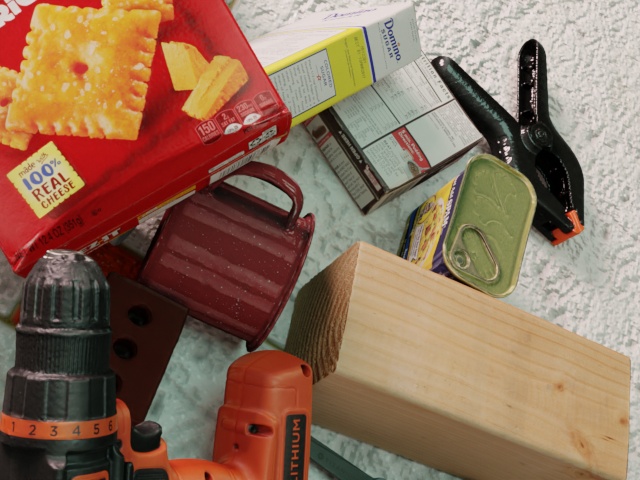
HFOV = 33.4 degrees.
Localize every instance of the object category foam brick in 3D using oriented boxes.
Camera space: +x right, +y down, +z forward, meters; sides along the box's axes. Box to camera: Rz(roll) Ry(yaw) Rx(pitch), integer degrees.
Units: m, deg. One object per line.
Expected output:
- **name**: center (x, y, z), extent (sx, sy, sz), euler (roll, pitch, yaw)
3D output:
- **foam brick**: center (-0.118, 0.068, 0.605), extent (0.053, 0.051, 0.078), euler (28, 57, -14)

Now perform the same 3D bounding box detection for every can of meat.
- **can of meat**: center (0.094, 0.005, 0.729), extent (0.057, 0.084, 0.102), euler (29, 57, -14)

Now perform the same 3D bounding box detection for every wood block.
- **wood block**: center (0.087, 0.090, 0.681), extent (0.206, 0.091, 0.090), euler (23, 58, -17)

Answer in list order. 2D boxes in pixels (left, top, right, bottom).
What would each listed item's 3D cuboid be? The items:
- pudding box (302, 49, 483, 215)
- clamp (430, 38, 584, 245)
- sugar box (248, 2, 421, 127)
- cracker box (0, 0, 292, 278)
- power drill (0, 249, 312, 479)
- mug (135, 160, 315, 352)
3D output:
- **pudding box**: center (0.053, -0.083, 0.777), extent (0.113, 0.039, 0.090), euler (-30, 83, -37)
- **clamp**: center (0.165, -0.083, 0.838), extent (0.120, 0.039, 0.171), euler (-28, 88, -30)
- **sugar box**: center (-0.017, -0.112, 0.702), extent (0.175, 0.094, 0.048), euler (-31, 117, -45)
- **cracker box**: center (-0.137, -0.110, 0.565), extent (0.164, 0.072, 0.214), euler (-30, 87, -9)
- **power drill**: center (-0.081, 0.098, 0.543), extent (0.187, 0.057, 0.184), euler (3, 93, -52)
- **mug**: center (-0.054, 0.001, 0.636), extent (0.081, 0.117, 0.093), euler (25, 37, -10)
